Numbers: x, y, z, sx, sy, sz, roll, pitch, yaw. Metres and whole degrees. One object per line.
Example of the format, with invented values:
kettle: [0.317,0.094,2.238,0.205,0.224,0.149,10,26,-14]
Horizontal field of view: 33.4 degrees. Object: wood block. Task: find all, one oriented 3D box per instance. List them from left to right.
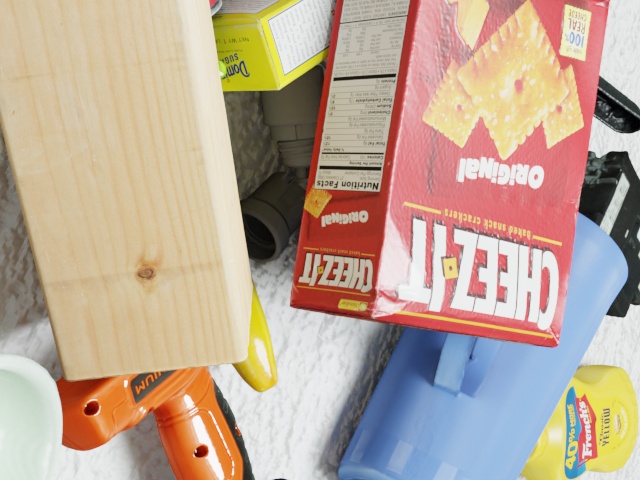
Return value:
wood block: [-0.091,-0.049,0.497,0.090,0.091,0.206,-94,178,-67]

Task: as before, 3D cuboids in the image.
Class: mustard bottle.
mustard bottle: [0.209,0.162,0.923,0.191,0.058,0.096,1,91,-48]

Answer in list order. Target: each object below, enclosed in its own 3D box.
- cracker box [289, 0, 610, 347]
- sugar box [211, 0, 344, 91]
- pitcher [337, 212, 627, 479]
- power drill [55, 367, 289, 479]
cracker box: [0.079,-0.055,0.596,0.163,0.072,0.214,12,85,-42]
sugar box: [-0.008,-0.140,0.624,0.175,0.094,0.048,-37,122,-40]
pitcher: [0.111,0.085,0.752,0.149,0.145,0.242,41,65,-21]
power drill: [-0.077,0.146,0.566,0.184,0.057,0.187,-44,115,-49]
